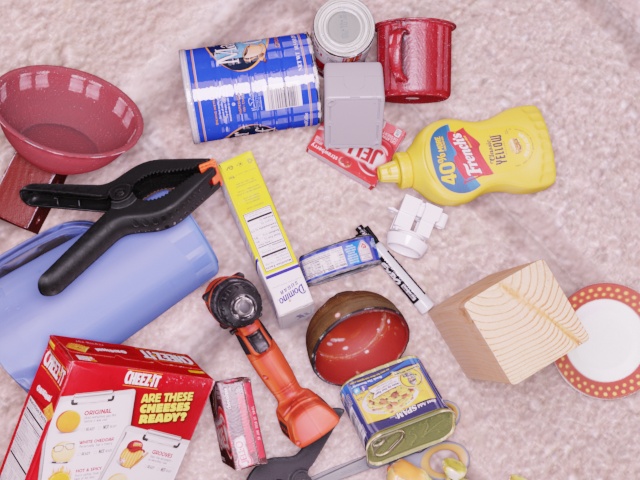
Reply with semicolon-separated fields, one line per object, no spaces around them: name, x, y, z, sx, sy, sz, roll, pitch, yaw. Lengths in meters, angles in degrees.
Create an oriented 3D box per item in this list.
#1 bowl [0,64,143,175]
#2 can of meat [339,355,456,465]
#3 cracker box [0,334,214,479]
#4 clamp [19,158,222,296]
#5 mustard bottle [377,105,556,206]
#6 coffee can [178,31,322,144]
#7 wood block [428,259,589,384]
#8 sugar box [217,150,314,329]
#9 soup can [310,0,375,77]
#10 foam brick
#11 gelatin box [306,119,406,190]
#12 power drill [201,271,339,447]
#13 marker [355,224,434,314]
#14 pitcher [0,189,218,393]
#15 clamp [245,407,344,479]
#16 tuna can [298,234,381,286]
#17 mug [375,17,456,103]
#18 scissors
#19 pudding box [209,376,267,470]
bowl;-0.273;-0.119;1.136;0.162;0.162;0.055;24;127;-1
can of meat;0.080;0.179;1.134;0.102;0.057;0.084;-19;48;-11
cracker box;-0.222;0.210;1.061;0.163;0.072;0.214;14;102;-40
clamp;-0.204;-0.039;1.077;0.210;0.036;0.165;-26;45;-11
mustard bottle;0.157;-0.088;1.176;0.191;0.058;0.096;-10;81;-8
coffee can;-0.076;-0.165;1.153;0.140;0.103;0.103;-9;85;-5
wood block;0.186;0.085;1.094;0.090;0.206;0.091;-30;87;-6
sugar box;-0.057;0.001;1.132;0.048;0.093;0.176;-24;79;-7
soup can;0.022;-0.219;1.165;0.068;0.102;0.068;0;85;-4
foam brick;-0.317;-0.052;1.153;0.051;0.053;0.078;26;84;-1
gelatin box;0.040;-0.110;1.191;0.089;0.030;0.073;31;83;0
power drill;-0.053;0.118;1.098;0.057;0.184;0.187;-31;97;-8
marker;0.081;0.030;1.186;0.020;0.020;0.121;-40;88;-6
pitcher;-0.238;0.045;1.120;0.242;0.145;0.149;-33;99;-10
clamp;-0.011;0.262;1.116;0.171;0.039;0.120;-30;66;-24
tuna can;0.021;0.022;1.150;0.086;0.086;0.034;-17;84;-5
mug;0.099;-0.196;1.164;0.093;0.117;0.081;0;89;20
scissors;0.077;0.251;1.167;0.201;0.016;0.096;-35;88;-6
pudding box;-0.089;0.189;1.114;0.039;0.113;0.090;-10;85;-11
